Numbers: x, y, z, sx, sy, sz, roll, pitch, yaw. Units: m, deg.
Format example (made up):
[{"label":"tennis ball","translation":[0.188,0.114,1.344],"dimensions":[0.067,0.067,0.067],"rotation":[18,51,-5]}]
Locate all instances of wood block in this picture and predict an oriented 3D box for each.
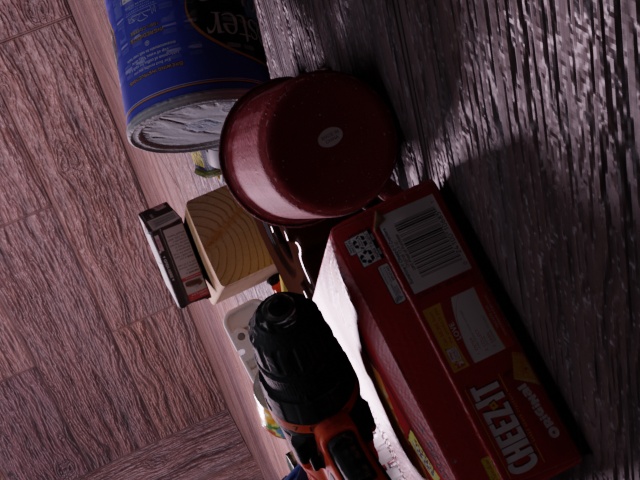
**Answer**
[{"label":"wood block","translation":[-0.086,0.001,1.106],"dimensions":[0.206,0.090,0.090],"rotation":[133,113,-79]}]

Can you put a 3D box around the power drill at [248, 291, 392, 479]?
[{"label":"power drill","translation":[0.028,0.132,0.555],"dimensions":[0.188,0.057,0.184],"rotation":[58,173,39]}]

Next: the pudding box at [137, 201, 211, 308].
[{"label":"pudding box","translation":[-0.153,0.014,1.112],"dimensions":[0.113,0.039,0.090],"rotation":[-141,30,-72]}]

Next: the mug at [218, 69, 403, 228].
[{"label":"mug","translation":[0.004,-0.047,0.621],"dimensions":[0.117,0.093,0.082],"rotation":[37,170,-14]}]

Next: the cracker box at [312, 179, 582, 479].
[{"label":"cracker box","translation":[0.058,0.080,0.632],"dimensions":[0.164,0.072,0.214],"rotation":[63,169,13]}]

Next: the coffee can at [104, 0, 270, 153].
[{"label":"coffee can","translation":[-0.092,-0.142,0.724],"dimensions":[0.103,0.102,0.140],"rotation":[115,144,-76]}]
